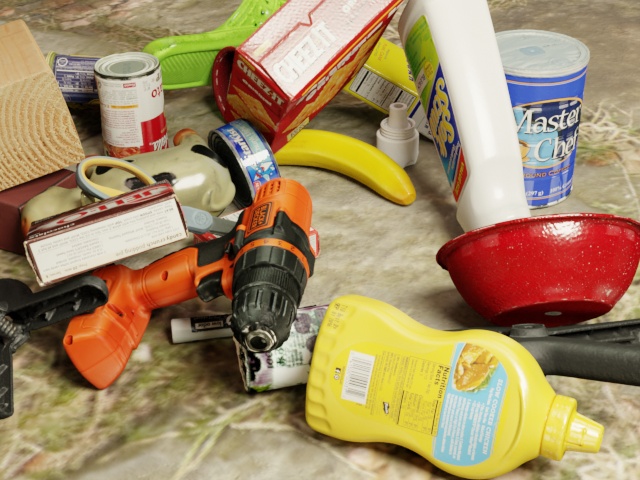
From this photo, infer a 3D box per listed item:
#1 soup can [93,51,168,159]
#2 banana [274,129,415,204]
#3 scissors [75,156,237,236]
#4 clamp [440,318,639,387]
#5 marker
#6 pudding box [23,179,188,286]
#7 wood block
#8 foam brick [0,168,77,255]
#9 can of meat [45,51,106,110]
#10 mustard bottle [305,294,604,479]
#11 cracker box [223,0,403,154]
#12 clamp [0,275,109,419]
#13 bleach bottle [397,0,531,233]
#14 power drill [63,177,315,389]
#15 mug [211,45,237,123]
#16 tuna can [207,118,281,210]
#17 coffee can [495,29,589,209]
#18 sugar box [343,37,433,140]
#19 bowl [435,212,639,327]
[{"bbox_3d":[-0.192,-0.132,1.083,0.068,0.102,0.068,-1,31,0],"label":"soup can"},{"bbox_3d":[0.010,-0.077,1.056,0.198,0.037,0.069,10,63,23],"label":"banana"},{"bbox_3d":[-0.113,-0.003,0.867,0.201,0.016,0.096,27,57,-5],"label":"scissors"},{"bbox_3d":[0.153,0.079,0.752,0.210,0.036,0.164,-2,3,5],"label":"clamp"},{"bbox_3d":[-0.056,0.065,0.838,0.121,0.020,0.020,-5,32,-7],"label":"marker"},{"bbox_3d":[-0.156,-0.008,0.783,0.113,0.039,0.090,-20,12,-8],"label":"pudding box"},{"bbox_3d":[-0.293,-0.132,1.002,0.090,0.090,0.206,-22,30,-12],"label":"wood block"},{"bbox_3d":[-0.262,-0.030,0.967,0.051,0.053,0.078,15,34,23],"label":"foam brick"},{"bbox_3d":[-0.246,-0.171,1.166,0.084,0.057,0.102,3,1,3],"label":"can of meat"},{"bbox_3d":[0.089,0.103,0.701,0.192,0.096,0.058,14,6,22],"label":"mustard bottle"},{"bbox_3d":[-0.005,-0.171,0.966,0.072,0.214,0.164,44,79,-1],"label":"cracker box"},{"bbox_3d":[-0.226,0.059,0.790,0.120,0.039,0.172,-42,35,-19],"label":"clamp"},{"bbox_3d":[0.133,-0.094,0.917,0.068,0.103,0.251,-10,75,-15],"label":"bleach bottle"},{"bbox_3d":[-0.091,0.041,0.771,0.188,0.057,0.184,-22,26,18],"label":"power drill"},{"bbox_3d":[-0.052,-0.170,1.148,0.081,0.093,0.117,-19,14,-35],"label":"mug"},{"bbox_3d":[-0.070,-0.069,0.989,0.033,0.086,0.086,-27,39,-18],"label":"tuna can"},{"bbox_3d":[0.194,-0.115,1.007,0.103,0.140,0.103,-1,32,0],"label":"coffee can"},{"bbox_3d":[0.065,-0.178,1.136,0.176,0.048,0.093,26,33,-5],"label":"sugar box"},{"bbox_3d":[0.170,0.030,0.805,0.162,0.162,0.055,-3,73,-3],"label":"bowl"}]
